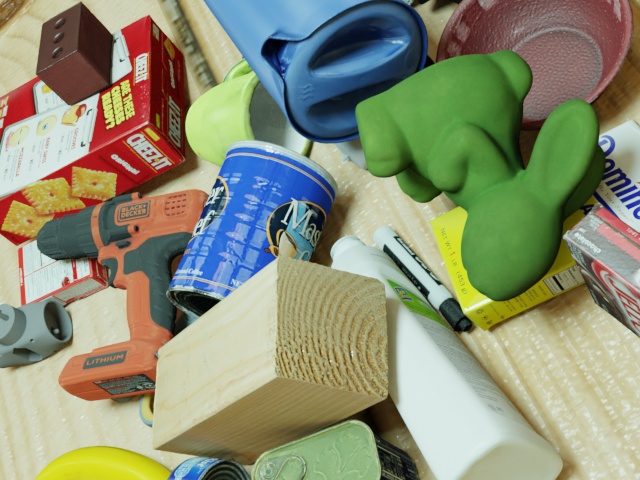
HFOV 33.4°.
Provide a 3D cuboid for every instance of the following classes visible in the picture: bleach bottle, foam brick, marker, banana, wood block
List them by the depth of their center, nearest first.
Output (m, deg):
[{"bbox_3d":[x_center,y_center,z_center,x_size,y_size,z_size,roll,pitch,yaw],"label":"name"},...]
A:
[{"bbox_3d":[-0.043,0.097,0.801,0.206,0.090,0.090,-37,46,51],"label":"wood block"},{"bbox_3d":[0.075,0.085,0.803,0.068,0.102,0.251,-45,44,12],"label":"bleach bottle"},{"bbox_3d":[0.083,0.031,0.861,0.020,0.020,0.121,-44,53,5],"label":"marker"},{"bbox_3d":[-0.177,0.212,0.919,0.198,0.037,0.069,-4,73,29],"label":"banana"},{"bbox_3d":[-0.240,-0.182,1.043,0.053,0.051,0.078,-24,47,19],"label":"foam brick"}]

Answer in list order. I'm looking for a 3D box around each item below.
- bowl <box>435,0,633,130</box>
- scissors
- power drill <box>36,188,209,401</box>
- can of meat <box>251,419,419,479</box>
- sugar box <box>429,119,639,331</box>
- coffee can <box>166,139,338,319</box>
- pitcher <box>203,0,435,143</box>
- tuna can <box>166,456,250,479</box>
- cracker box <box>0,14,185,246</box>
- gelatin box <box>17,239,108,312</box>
[{"bbox_3d":[0.179,-0.149,0.869,0.162,0.055,0.162,-13,61,25],"label":"bowl"},{"bbox_3d":[-0.111,0.087,0.951,0.202,0.016,0.096,-40,55,8],"label":"scissors"},{"bbox_3d":[-0.186,0.046,0.962,0.185,0.057,0.187,-11,61,21],"label":"power drill"},{"bbox_3d":[0.014,0.181,0.789,0.102,0.083,0.057,-24,57,19],"label":"can of meat"},{"bbox_3d":[0.179,-0.011,0.808,0.176,0.048,0.093,-29,54,17],"label":"sugar box"},{"bbox_3d":[-0.056,0.001,0.899,0.103,0.102,0.140,8,67,33],"label":"coffee can"},{"bbox_3d":[-0.017,-0.201,0.916,0.145,0.149,0.243,-33,52,-6],"label":"pitcher"},{"bbox_3d":[-0.089,0.213,0.834,0.034,0.086,0.086,-1,67,32],"label":"tuna can"},{"bbox_3d":[-0.240,-0.110,1.078,0.214,0.072,0.164,-24,47,19],"label":"cracker box"},{"bbox_3d":[-0.255,0.026,1.057,0.089,0.030,0.073,-24,57,16],"label":"gelatin box"}]
